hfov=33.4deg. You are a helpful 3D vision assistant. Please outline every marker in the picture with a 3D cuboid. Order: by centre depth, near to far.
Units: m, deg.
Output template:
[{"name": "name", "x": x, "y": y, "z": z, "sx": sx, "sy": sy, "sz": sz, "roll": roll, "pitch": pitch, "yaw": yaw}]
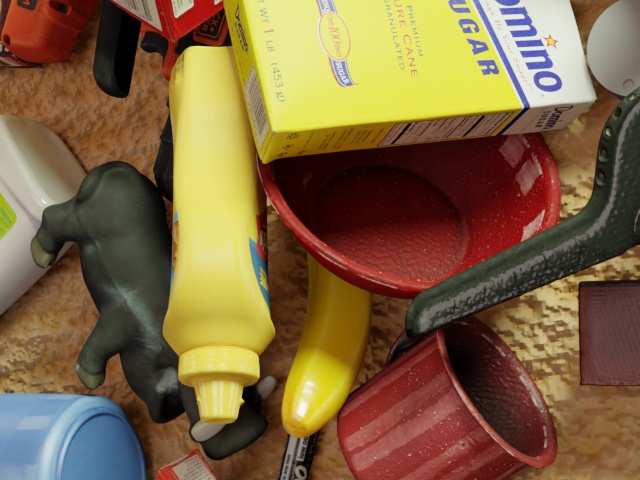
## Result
[{"name": "marker", "x": -0.018, "y": 0.149, "z": 0.637, "sx": 0.020, "sy": 0.020, "sz": 0.121, "roll": 14, "pitch": 93, "yaw": 28}]

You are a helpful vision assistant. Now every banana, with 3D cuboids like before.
[{"name": "banana", "x": 0.000, "y": 0.022, "z": 0.597, "sx": 0.037, "sy": 0.069, "sz": 0.198, "roll": -37, "pitch": 47, "yaw": 42}]

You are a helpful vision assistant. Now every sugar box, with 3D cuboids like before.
[{"name": "sugar box", "x": 0.046, "y": -0.097, "z": 0.546, "sx": 0.176, "sy": 0.048, "sz": 0.093, "roll": -9, "pitch": 76, "yaw": -15}]

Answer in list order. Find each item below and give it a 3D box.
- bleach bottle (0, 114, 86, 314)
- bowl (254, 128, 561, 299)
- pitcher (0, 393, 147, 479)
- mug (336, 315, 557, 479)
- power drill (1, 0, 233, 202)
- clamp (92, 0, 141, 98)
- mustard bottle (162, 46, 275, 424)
[{"name": "bleach bottle", "x": -0.262, "y": 0.032, "z": 0.755, "sx": 0.251, "sy": 0.068, "sz": 0.103, "roll": -46, "pitch": 65, "yaw": 20}, {"name": "bowl", "x": 0.042, "y": -0.025, "z": 0.569, "sx": 0.162, "sy": 0.161, "sz": 0.055, "roll": 48, "pitch": 149, "yaw": 23}, {"name": "pitcher", "x": -0.243, "y": 0.151, "z": 0.694, "sx": 0.243, "sy": 0.149, "sz": 0.145, "roll": -7, "pitch": 71, "yaw": 24}, {"name": "mug", "x": 0.061, "y": 0.088, "z": 0.568, "sx": 0.082, "sy": 0.093, "sz": 0.117, "roll": -39, "pitch": 39, "yaw": 25}, {"name": "power drill", "x": -0.117, "y": -0.131, "z": 0.694, "sx": 0.188, "sy": 0.057, "sz": 0.184, "roll": 21, "pitch": 92, "yaw": 25}, {"name": "clamp", "x": -0.092, "y": -0.165, "z": 0.624, "sx": 0.120, "sy": 0.039, "sz": 0.171, "roll": -20, "pitch": 58, "yaw": -6}, {"name": "mustard bottle", "x": -0.053, "y": 0.001, "z": 0.565, "sx": 0.058, "sy": 0.096, "sz": 0.191, "roll": 0, "pitch": 69, "yaw": -3}]
